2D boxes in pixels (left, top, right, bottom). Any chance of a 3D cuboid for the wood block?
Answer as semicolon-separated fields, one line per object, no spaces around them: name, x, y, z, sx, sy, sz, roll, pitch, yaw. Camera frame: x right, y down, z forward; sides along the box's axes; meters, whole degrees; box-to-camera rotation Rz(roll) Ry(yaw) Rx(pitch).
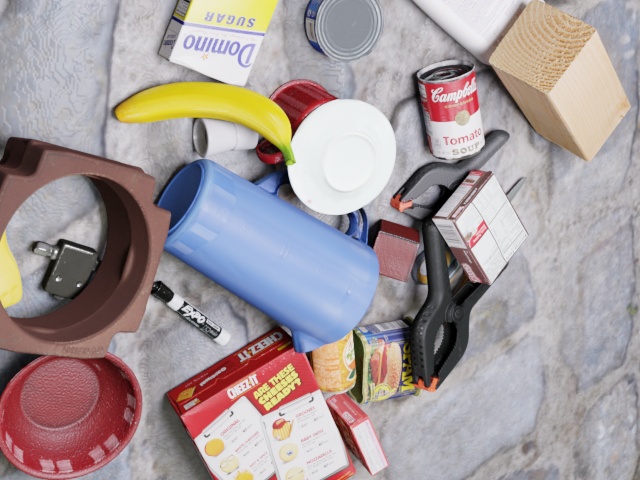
wood block;0.285;-0.184;1.258;0.091;0.090;0.205;-54;149;1

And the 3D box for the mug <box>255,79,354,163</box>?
mug;-0.018;-0.120;1.182;0.117;0.082;0.093;-29;119;-14

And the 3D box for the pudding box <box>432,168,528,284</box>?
pudding box;0.196;-0.016;1.294;0.090;0.039;0.113;-49;125;-23

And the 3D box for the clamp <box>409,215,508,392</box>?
clamp;0.152;0.080;1.318;0.164;0.036;0.210;32;75;-40

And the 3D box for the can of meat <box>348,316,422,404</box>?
can of meat;0.081;0.153;1.352;0.083;0.057;0.102;-7;112;-22

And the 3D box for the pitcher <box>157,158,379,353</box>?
pitcher;-0.058;0.001;1.189;0.242;0.149;0.145;32;123;-29

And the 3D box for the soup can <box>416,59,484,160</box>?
soup can;0.155;-0.154;1.264;0.068;0.069;0.102;-22;118;-18

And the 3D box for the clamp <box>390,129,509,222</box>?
clamp;0.170;-0.073;1.320;0.171;0.039;0.120;-7;100;-22

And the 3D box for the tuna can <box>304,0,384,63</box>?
tuna can;0.026;-0.242;1.186;0.086;0.034;0.086;-9;113;-23

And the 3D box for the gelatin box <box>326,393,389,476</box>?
gelatin box;0.046;0.245;1.359;0.030;0.073;0.089;-30;120;-13

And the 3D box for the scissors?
scissors;0.185;-0.008;1.366;0.096;0.016;0.202;23;97;-31

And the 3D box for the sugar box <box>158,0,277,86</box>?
sugar box;-0.093;-0.257;1.114;0.093;0.048;0.176;16;100;-31

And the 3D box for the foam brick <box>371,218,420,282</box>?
foam brick;0.087;0.011;1.280;0.051;0.078;0.053;17;102;1

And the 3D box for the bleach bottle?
bleach bottle;0.140;-0.308;1.203;0.250;0.068;0.102;36;89;-30

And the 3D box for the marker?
marker;-0.151;0.083;1.230;0.020;0.020;0.121;-50;122;-2

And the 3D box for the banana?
banana;-0.113;-0.135;1.119;0.198;0.069;0.037;14;149;4

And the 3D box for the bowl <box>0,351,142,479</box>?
bowl;-0.282;0.181;1.180;0.161;0.055;0.162;-9;113;-23

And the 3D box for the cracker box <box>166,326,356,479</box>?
cracker box;-0.068;0.236;1.300;0.164;0.072;0.213;-30;119;-14
